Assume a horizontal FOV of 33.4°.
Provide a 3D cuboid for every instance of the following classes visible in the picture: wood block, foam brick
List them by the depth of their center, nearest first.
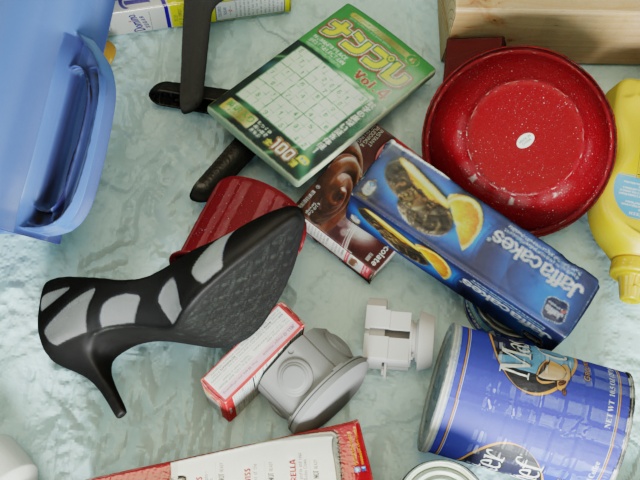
[{"bbox_3d":[0.135,-0.132,0.933,0.051,0.053,0.078,2,68,14],"label":"foam brick"},{"bbox_3d":[0.214,-0.217,0.955,0.206,0.090,0.091,0,70,-2],"label":"wood block"}]

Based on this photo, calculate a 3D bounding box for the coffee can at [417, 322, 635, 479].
[{"bbox_3d":[0.155,0.131,0.819,0.140,0.103,0.102,16,70,3],"label":"coffee can"}]

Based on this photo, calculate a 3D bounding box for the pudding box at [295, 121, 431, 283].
[{"bbox_3d":[0.043,-0.034,0.908,0.090,0.039,0.113,37,73,10],"label":"pudding box"}]

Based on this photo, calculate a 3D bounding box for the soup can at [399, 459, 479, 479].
[{"bbox_3d":[0.083,0.202,0.791,0.068,0.102,0.068,1,70,-3],"label":"soup can"}]

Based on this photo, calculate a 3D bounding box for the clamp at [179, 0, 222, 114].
[{"bbox_3d":[-0.110,-0.221,0.924,0.164,0.036,0.210,44,82,9],"label":"clamp"}]

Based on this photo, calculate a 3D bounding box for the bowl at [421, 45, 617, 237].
[{"bbox_3d":[0.162,-0.081,0.862,0.162,0.055,0.162,0,91,5],"label":"bowl"}]

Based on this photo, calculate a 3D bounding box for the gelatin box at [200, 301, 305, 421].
[{"bbox_3d":[-0.052,0.095,0.839,0.030,0.073,0.089,42,74,12],"label":"gelatin box"}]

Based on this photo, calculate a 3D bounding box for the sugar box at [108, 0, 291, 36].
[{"bbox_3d":[-0.120,-0.246,0.974,0.176,0.048,0.093,-9,71,-7],"label":"sugar box"}]

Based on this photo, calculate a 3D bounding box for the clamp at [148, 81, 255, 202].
[{"bbox_3d":[-0.055,-0.098,0.927,0.171,0.039,0.120,-12,72,-7],"label":"clamp"}]

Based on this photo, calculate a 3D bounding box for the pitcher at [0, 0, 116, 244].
[{"bbox_3d":[-0.231,-0.122,0.841,0.149,0.145,0.243,16,87,-12],"label":"pitcher"}]

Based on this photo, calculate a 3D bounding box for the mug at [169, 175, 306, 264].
[{"bbox_3d":[-0.056,0.001,0.856,0.093,0.117,0.081,41,62,-31],"label":"mug"}]

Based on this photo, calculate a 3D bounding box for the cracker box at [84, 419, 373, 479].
[{"bbox_3d":[-0.057,0.238,0.789,0.213,0.072,0.164,-12,71,-6],"label":"cracker box"}]

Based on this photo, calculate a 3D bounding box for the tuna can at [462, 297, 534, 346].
[{"bbox_3d":[0.163,0.045,0.887,0.086,0.034,0.086,1,70,-2],"label":"tuna can"}]
